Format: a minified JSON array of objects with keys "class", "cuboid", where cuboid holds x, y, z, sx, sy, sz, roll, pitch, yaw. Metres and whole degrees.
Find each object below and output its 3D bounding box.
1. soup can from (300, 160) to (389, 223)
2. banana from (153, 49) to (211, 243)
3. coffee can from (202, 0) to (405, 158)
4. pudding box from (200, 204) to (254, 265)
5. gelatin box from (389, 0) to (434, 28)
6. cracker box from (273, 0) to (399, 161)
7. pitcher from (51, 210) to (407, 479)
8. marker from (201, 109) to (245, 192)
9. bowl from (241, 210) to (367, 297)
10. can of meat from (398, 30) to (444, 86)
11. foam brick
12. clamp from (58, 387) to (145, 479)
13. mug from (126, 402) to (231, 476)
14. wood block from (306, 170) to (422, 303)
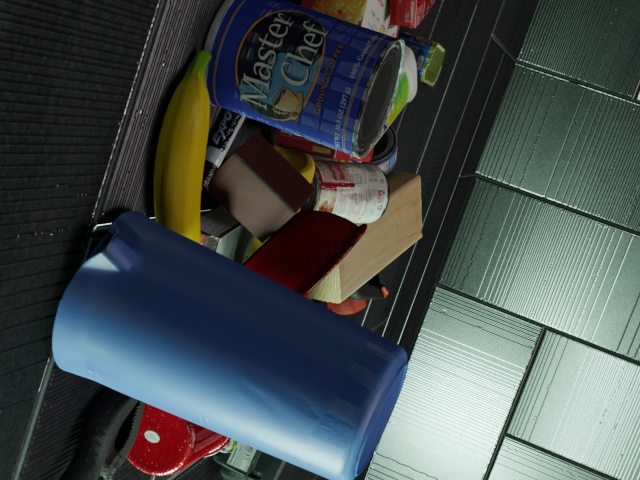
[{"class":"soup can","cuboid":[0.016,-0.052,1.154,0.102,0.069,0.068,0,116,-39]},{"class":"banana","cuboid":[-0.108,-0.051,0.861,0.069,0.037,0.198,-49,157,-51]},{"class":"coffee can","cuboid":[-0.014,-0.138,0.875,0.102,0.140,0.103,22,90,-77]},{"class":"pudding box","cuboid":[-0.100,0.017,1.005,0.113,0.039,0.090,-42,150,-68]},{"class":"gelatin box","cuboid":[0.093,-0.257,1.045,0.089,0.030,0.073,-57,154,-56]},{"class":"cracker box","cuboid":[0.024,-0.190,1.057,0.164,0.072,0.214,-12,115,-74]},{"class":"pitcher","cuboid":[-0.064,0.087,0.799,0.145,0.243,0.149,-70,167,13]},{"class":"marker","cuboid":[-0.083,-0.094,0.938,0.020,0.020,0.121,76,37,-69]},{"class":"bowl","cuboid":[-0.032,0.022,0.993,0.162,0.055,0.162,-43,-176,3]},{"class":"can of meat","cuboid":[0.108,-0.236,1.362,0.102,0.084,0.057,-12,122,-75]},{"class":"foam brick","cuboid":[-0.054,-0.048,0.966,0.051,0.078,0.053,-44,-178,34]},{"class":"clamp","cuboid":[-0.193,0.188,0.896,0.120,0.039,0.171,83,24,-74]},{"class":"mug","cuboid":[-0.138,0.157,0.991,0.081,0.093,0.117,-19,98,-68]},{"class":"wood block","cuboid":[0.036,-0.011,1.289,0.205,0.091,0.090,-35,127,-51]}]
